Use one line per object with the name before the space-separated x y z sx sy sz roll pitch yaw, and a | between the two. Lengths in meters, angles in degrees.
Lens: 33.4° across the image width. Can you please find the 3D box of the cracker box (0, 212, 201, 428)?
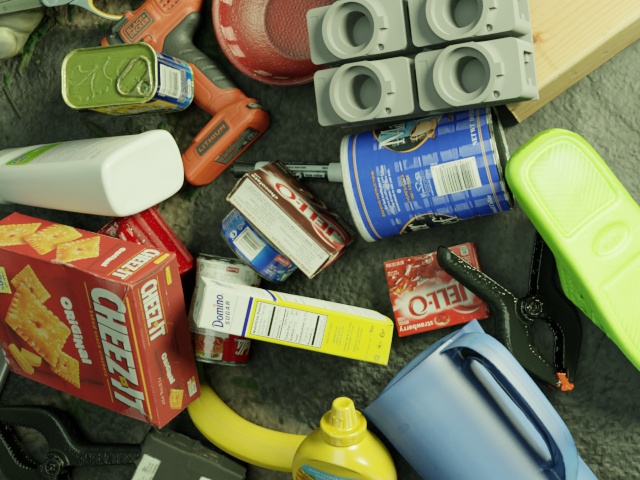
cracker box | -0.229 0.075 1.036 0.214 0.072 0.164 14 125 32

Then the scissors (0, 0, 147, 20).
scissors | -0.265 -0.266 1.079 0.016 0.201 0.096 -136 50 -57

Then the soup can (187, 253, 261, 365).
soup can | -0.098 0.068 1.058 0.069 0.068 0.102 9 90 18

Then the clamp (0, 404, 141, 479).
clamp | -0.274 0.247 1.121 0.210 0.036 0.164 26 93 14

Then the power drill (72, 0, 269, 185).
power drill | -0.156 -0.149 1.091 0.184 0.057 0.188 -42 78 15

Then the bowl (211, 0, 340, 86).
bowl | -0.024 -0.227 1.052 0.162 0.055 0.162 -1 87 17

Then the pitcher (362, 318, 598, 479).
pitcher | 0.163 0.194 0.933 0.145 0.149 0.243 -42 80 11

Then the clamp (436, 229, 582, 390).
clamp | 0.178 0.059 0.972 0.120 0.039 0.171 -14 85 0

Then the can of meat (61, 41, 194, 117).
can of meat | -0.183 -0.152 1.027 0.102 0.083 0.057 -3 88 20

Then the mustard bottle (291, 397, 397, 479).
mustard bottle | 0.022 0.224 0.973 0.096 0.058 0.192 12 123 22

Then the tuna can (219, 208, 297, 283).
tuna can | -0.057 0.001 1.038 0.034 0.086 0.086 -46 76 12

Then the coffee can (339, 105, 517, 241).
coffee can | 0.100 -0.063 0.982 0.140 0.102 0.103 -13 84 16

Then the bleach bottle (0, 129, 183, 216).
bleach bottle | -0.261 -0.070 1.090 0.251 0.102 0.068 5 117 40

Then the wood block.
wood block | 0.234 -0.207 0.953 0.206 0.090 0.091 -35 79 13

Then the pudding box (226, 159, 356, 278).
pudding box | -0.025 -0.022 1.017 0.113 0.090 0.039 41 110 4

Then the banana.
banana | -0.061 0.187 1.055 0.198 0.037 0.069 26 91 16

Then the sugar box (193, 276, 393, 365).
sugar box | -0.028 0.074 0.987 0.176 0.093 0.048 10 91 -9

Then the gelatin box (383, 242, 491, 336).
gelatin box | 0.111 0.047 1.012 0.089 0.030 0.073 -13 84 17

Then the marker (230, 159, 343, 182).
marker | -0.033 -0.070 1.068 0.121 0.020 0.020 3 88 18

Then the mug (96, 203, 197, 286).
mug | -0.177 0.016 1.063 0.093 0.117 0.081 -37 82 -12
